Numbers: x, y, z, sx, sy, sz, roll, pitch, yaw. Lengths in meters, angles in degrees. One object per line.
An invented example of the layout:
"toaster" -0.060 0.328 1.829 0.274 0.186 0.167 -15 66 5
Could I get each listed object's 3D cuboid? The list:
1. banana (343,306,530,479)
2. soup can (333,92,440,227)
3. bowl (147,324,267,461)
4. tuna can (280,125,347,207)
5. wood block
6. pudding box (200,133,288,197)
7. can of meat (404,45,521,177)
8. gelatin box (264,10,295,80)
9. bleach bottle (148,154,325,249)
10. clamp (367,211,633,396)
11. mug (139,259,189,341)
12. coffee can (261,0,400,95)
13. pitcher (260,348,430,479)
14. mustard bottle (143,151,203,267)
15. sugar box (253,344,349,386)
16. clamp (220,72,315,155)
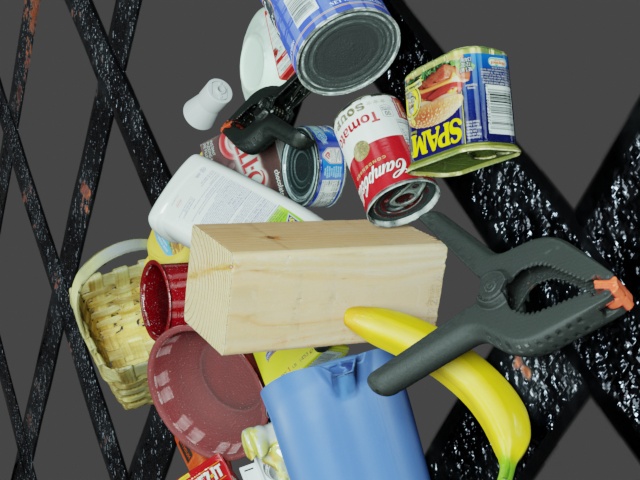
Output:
"banana" 0.104 0.110 0.861 0.198 0.069 0.037 44 132 28
"soup can" 0.058 -0.072 0.952 0.069 0.068 0.102 -56 44 47
"bowl" -0.112 0.159 1.175 0.162 0.055 0.162 12 114 29
"tuna can" -0.008 -0.076 1.105 0.086 0.033 0.086 7 98 61
"wood block" -0.004 0.036 0.929 0.091 0.205 0.090 32 119 57
"pudding box" -0.078 -0.074 1.185 0.090 0.039 0.113 -25 68 21
"can of meat" 0.112 -0.102 0.865 0.102 0.057 0.084 -16 75 60
"gelatin box" -0.024 -0.223 1.128 0.073 0.030 0.089 -40 58 54
"bleach bottle" -0.057 0.001 1.086 0.251 0.068 0.102 29 82 33
"clamp" 0.129 0.052 0.801 0.210 0.036 0.164 3 63 47
"mug" -0.157 0.068 1.226 0.117 0.081 0.093 -22 74 59
"coffee can" 0.002 -0.222 1.006 0.103 0.102 0.140 -62 41 42
"pitcher" 0.040 0.230 0.961 0.145 0.149 0.243 -29 68 32
"mustard bottle" -0.159 -0.018 1.293 0.192 0.058 0.096 -53 43 19
"sugar box" -0.042 0.072 1.140 0.093 0.048 0.176 -44 54 25
"clamp" -0.041 -0.140 1.108 0.172 0.039 0.120 -1 56 53
